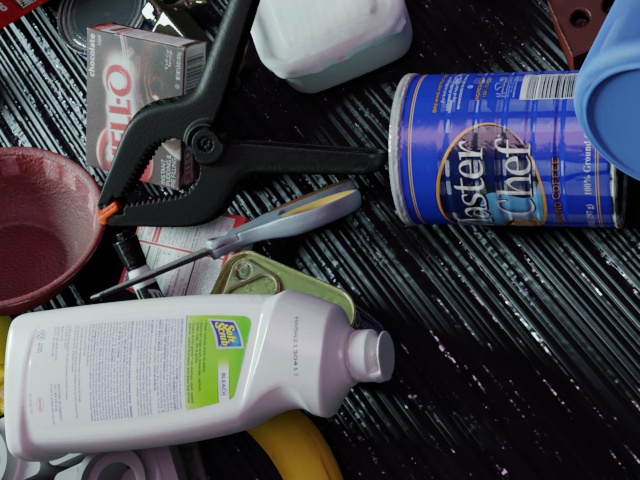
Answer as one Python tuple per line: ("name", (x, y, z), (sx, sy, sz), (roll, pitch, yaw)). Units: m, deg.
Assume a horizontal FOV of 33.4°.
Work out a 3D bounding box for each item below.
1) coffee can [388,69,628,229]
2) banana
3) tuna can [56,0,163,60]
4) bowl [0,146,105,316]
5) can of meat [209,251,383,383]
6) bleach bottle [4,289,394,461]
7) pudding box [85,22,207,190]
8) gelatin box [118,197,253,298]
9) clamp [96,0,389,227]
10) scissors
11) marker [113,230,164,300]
("coffee can", (0.125, -0.060, 0.697), (0.140, 0.102, 0.103), (1, 74, 20))
("banana", (-0.008, 0.182, 0.712), (0.070, 0.037, 0.198), (-44, 58, 34))
("tuna can", (-0.172, -0.185, 0.882), (0.086, 0.033, 0.086), (-6, 72, 18))
("bowl", (-0.241, 0.003, 0.818), (0.162, 0.055, 0.162), (0, 50, 0))
("can of meat", (-0.014, 0.055, 0.723), (0.102, 0.083, 0.057), (22, 83, 24))
("bleach bottle", (-0.077, 0.085, 0.664), (0.251, 0.068, 0.102), (-5, 83, 23))
("pudding box", (-0.133, -0.102, 0.813), (0.090, 0.039, 0.113), (15, 112, 23))
("gelatin box", (-0.099, 0.012, 0.797), (0.089, 0.030, 0.073), (12, 80, 22))
("clamp", (-0.067, -0.066, 0.757), (0.210, 0.036, 0.164), (-40, 91, 15))
("scissors", (-0.055, 0.001, 0.727), (0.201, 0.096, 0.016), (-26, 101, -21))
("marker", (-0.118, 0.049, 0.771), (0.020, 0.020, 0.121), (-23, 94, 12))
